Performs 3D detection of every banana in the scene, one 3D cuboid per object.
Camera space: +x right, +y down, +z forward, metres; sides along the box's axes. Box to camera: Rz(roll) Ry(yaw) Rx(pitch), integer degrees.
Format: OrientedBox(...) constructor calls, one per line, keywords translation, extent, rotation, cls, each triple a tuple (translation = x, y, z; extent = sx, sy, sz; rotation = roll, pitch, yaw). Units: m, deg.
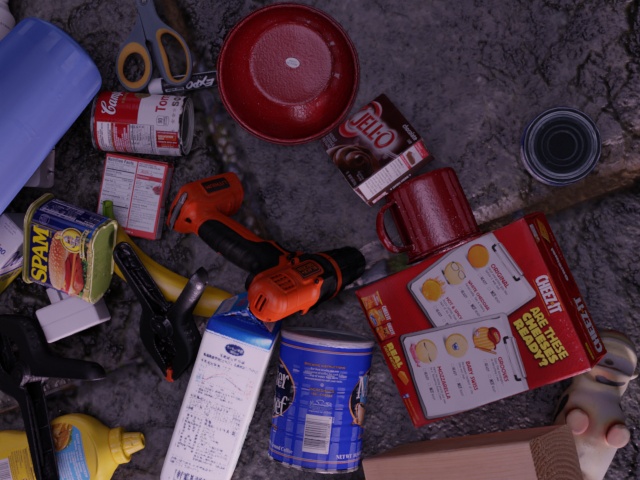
OrientedBox(translation=(-0.178, 0.038, 1.194), extent=(0.197, 0.037, 0.070), rotation=(37, 134, -10), cls="banana")

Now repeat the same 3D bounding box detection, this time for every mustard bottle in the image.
OrientedBox(translation=(-0.292, 0.248, 1.210), extent=(0.191, 0.058, 0.096), rotation=(-14, 83, 6), cls="mustard bottle")

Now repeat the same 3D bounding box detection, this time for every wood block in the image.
OrientedBox(translation=(0.157, 0.251, 1.100), extent=(0.207, 0.090, 0.091), rotation=(-17, 84, 40), cls="wood block")

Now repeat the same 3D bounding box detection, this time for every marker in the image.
OrientedBox(translation=(-0.134, -0.181, 1.207), extent=(0.121, 0.020, 0.020), rotation=(-7, 90, 6), cls="marker")

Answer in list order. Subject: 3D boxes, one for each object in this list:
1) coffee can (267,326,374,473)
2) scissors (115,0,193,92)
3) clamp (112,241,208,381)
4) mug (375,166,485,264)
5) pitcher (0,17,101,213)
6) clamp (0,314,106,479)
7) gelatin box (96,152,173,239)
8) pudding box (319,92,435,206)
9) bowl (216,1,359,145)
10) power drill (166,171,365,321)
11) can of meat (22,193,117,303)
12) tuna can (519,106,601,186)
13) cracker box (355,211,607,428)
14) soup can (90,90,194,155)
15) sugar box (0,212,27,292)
OrientedBox(translation=(0.000, 0.170, 1.159), extent=(0.103, 0.103, 0.140), rotation=(7, 92, 5), cls="coffee can")
OrientedBox(translation=(-0.212, -0.254, 1.206), extent=(0.096, 0.016, 0.202), rotation=(-29, 80, 3), cls="scissors")
OrientedBox(translation=(-0.159, 0.083, 1.161), extent=(0.120, 0.039, 0.171), rotation=(13, 129, 37), cls="clamp")
OrientedBox(translation=(0.110, -0.024, 1.148), extent=(0.117, 0.093, 0.081), rotation=(-19, 84, -24), cls="mug")
OrientedBox(translation=(-0.346, -0.120, 1.101), extent=(0.145, 0.149, 0.242), rotation=(36, 71, 2), cls="pitcher")
OrientedBox(translation=(-0.311, 0.142, 1.172), extent=(0.210, 0.036, 0.165), rotation=(50, 119, 30), cls="clamp")
OrientedBox(translation=(-0.212, -0.050, 1.212), extent=(0.073, 0.030, 0.089), rotation=(11, 93, 6), cls="gelatin box")
OrientedBox(translation=(0.060, -0.099, 1.149), extent=(0.090, 0.113, 0.039), rotation=(-38, 131, 5), cls="pudding box")
OrientedBox(translation=(-0.034, -0.188, 1.168), extent=(0.162, 0.055, 0.162), rotation=(0, 88, -5), cls="bowl")
OrientedBox(translation=(-0.058, 0.001, 1.150), extent=(0.188, 0.184, 0.057), rotation=(38, 119, 21), cls="power drill")
OrientedBox(translation=(-0.271, 0.010, 1.157), extent=(0.084, 0.057, 0.102), rotation=(19, 121, 13), cls="can of meat")
OrientedBox(translation=(0.262, -0.103, 1.164), extent=(0.086, 0.033, 0.086), rotation=(0, 91, 5), cls="tuna can")
OrientedBox(translation=(0.165, 0.085, 1.117), extent=(0.214, 0.072, 0.164), rotation=(-26, 86, 32), cls="cracker box")
OrientedBox(translation=(-0.197, -0.130, 1.190), extent=(0.102, 0.068, 0.068), rotation=(4, 91, 5), cls="soup can")
OrientedBox(translation=(-0.384, 0.045, 1.198), extent=(0.176, 0.093, 0.048), rotation=(-43, 88, 5), cls="sugar box")
